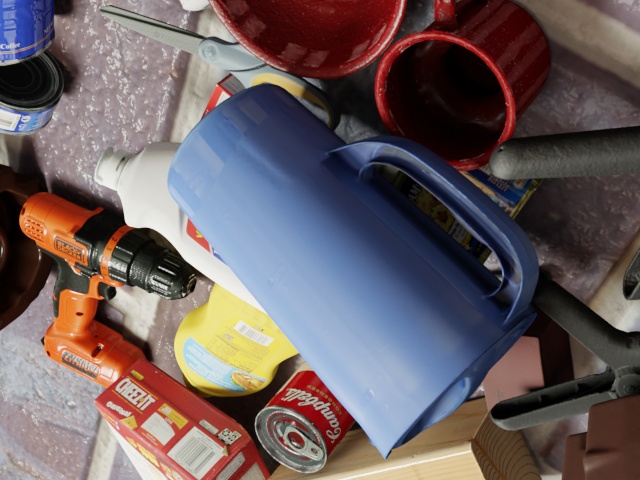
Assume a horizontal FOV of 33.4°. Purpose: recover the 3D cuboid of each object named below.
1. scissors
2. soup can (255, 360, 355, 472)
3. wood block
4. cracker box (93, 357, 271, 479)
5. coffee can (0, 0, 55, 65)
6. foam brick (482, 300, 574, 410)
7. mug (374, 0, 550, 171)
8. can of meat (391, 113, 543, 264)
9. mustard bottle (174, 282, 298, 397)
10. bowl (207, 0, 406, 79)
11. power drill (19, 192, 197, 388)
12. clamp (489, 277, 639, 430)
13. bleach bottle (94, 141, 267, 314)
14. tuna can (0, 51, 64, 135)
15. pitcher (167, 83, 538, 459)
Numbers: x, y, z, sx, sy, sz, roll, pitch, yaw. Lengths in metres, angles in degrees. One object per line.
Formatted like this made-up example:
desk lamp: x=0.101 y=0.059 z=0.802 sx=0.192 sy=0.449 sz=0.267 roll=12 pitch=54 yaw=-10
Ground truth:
scissors: x=-0.064 y=-0.150 z=0.778 sx=0.202 sy=0.016 sz=0.096 roll=35 pitch=121 yaw=4
soup can: x=0.000 y=0.137 z=0.900 sx=0.069 sy=0.102 sz=0.068 roll=19 pitch=130 yaw=24
wood block: x=0.064 y=0.206 z=0.882 sx=0.206 sy=0.090 sz=0.091 roll=-20 pitch=101 yaw=31
cracker box: x=-0.106 y=0.229 z=1.014 sx=0.164 sy=0.072 sz=0.213 roll=27 pitch=150 yaw=39
coffee can: x=-0.256 y=-0.221 z=0.820 sx=0.103 sy=0.102 sz=0.140 roll=27 pitch=133 yaw=17
foam brick: x=0.151 y=0.086 z=0.791 sx=0.053 sy=0.051 sz=0.078 roll=6 pitch=124 yaw=33
mug: x=0.091 y=-0.113 z=0.666 sx=0.093 sy=0.081 sz=0.117 roll=7 pitch=125 yaw=32
can of meat: x=0.094 y=-0.030 z=0.743 sx=0.084 sy=0.057 sz=0.102 roll=35 pitch=135 yaw=7
mustard bottle: x=-0.077 y=0.091 z=0.951 sx=0.096 sy=0.058 sz=0.192 roll=30 pitch=137 yaw=-11
bowl: x=-0.004 y=-0.190 z=0.696 sx=0.162 sy=0.055 sz=0.162 roll=19 pitch=130 yaw=24
power drill: x=-0.202 y=0.057 z=1.022 sx=0.184 sy=0.057 sz=0.188 roll=25 pitch=131 yaw=18
clamp: x=0.205 y=0.082 z=0.725 sx=0.171 sy=0.039 sz=0.120 roll=1 pitch=124 yaw=4
bleach bottle: x=-0.055 y=0.001 z=0.805 sx=0.251 sy=0.068 sz=0.102 roll=25 pitch=90 yaw=3
tuna can: x=-0.262 y=-0.133 z=0.902 sx=0.086 sy=0.086 sz=0.034 roll=43 pitch=134 yaw=1
pitcher: x=0.018 y=0.005 z=0.694 sx=0.243 sy=0.149 sz=0.145 roll=46 pitch=173 yaw=15
